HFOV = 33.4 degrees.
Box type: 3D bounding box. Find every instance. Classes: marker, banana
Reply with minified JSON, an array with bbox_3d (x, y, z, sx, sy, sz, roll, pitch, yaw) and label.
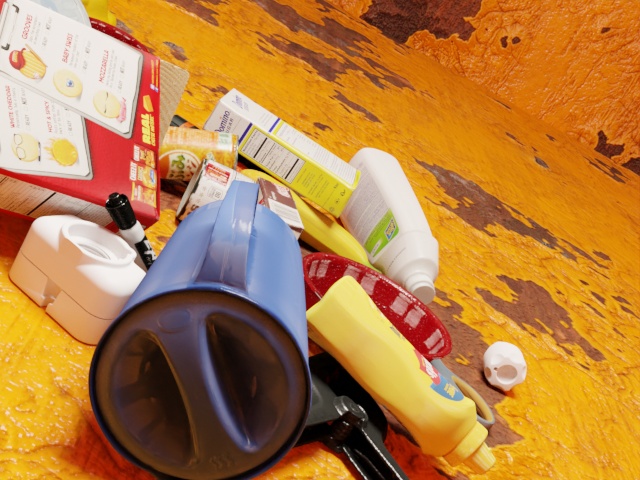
[{"bbox_3d":[-0.139,0.012,0.837,0.020,0.020,0.121,-121,-171,-54],"label":"marker"},{"bbox_3d":[-0.015,-0.022,1.154,0.197,0.037,0.070,35,-10,-22],"label":"banana"}]

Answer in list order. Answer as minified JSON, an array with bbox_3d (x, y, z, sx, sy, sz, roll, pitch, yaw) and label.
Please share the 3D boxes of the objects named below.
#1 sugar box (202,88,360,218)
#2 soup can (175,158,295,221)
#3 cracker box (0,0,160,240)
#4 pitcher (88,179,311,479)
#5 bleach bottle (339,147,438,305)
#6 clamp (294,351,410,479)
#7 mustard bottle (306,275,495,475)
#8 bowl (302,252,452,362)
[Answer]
[{"bbox_3d":[-0.041,-0.098,1.179,0.176,0.048,0.093,31,16,-3],"label":"sugar box"},{"bbox_3d":[-0.085,-0.031,1.068,0.102,0.069,0.068,26,19,-12],"label":"soup can"},{"bbox_3d":[-0.231,-0.102,0.839,0.213,0.072,0.164,19,55,-37],"label":"cracker box"},{"bbox_3d":[-0.067,0.044,0.737,0.145,0.149,0.243,54,12,-15],"label":"pitcher"},{"bbox_3d":[0.079,-0.005,1.228,0.068,0.103,0.251,18,28,-24],"label":"bleach bottle"},{"bbox_3d":[0.024,0.149,0.819,0.164,0.036,0.210,37,14,-10],"label":"clamp"},{"bbox_3d":[0.067,0.114,0.859,0.191,0.058,0.096,46,4,3],"label":"mustard bottle"},{"bbox_3d":[0.041,0.079,0.996,0.162,0.055,0.162,27,19,-10],"label":"bowl"}]
